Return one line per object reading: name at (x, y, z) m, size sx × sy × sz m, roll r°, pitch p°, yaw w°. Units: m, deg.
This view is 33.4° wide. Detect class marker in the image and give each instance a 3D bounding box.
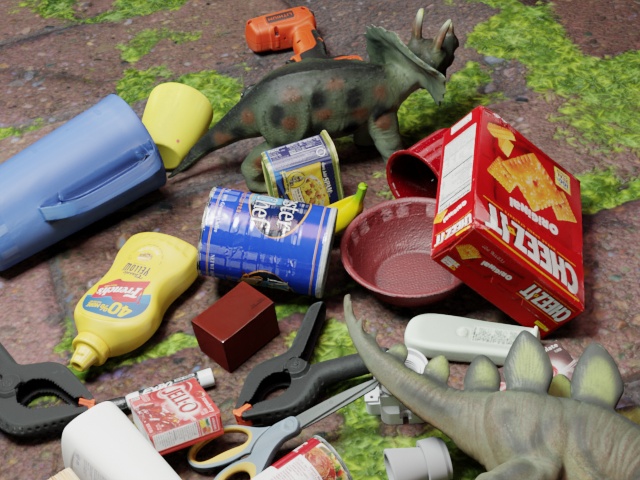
marker at (-0.170, 0.160, 1.114) m, size 0.121 × 0.020 × 0.020 m, roll -17°, pitch 43°, yaw -9°

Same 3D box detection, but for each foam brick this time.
foam brick at (-0.091, 0.093, 1.151) m, size 0.078 × 0.051 × 0.053 m, roll -37°, pitch 50°, yaw -28°

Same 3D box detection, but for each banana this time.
banana at (-0.031, -0.023, 1.257) m, size 0.198 × 0.069 × 0.037 m, roll -14°, pitch 34°, yaw 12°

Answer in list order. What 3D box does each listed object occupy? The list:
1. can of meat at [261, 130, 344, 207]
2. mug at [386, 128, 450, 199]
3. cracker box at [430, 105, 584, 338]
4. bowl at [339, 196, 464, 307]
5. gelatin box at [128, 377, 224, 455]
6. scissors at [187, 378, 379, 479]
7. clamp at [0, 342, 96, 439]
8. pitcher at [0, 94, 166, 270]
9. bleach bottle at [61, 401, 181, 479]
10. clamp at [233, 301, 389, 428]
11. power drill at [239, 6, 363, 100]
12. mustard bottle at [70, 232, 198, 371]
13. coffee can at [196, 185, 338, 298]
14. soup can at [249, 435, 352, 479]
can of meat at (-0.021, -0.072, 1.285) m, size 0.084 × 0.102 × 0.057 m, roll -18°, pitch 42°, yaw -7°
mug at (0.147, -0.074, 1.280) m, size 0.081 × 0.093 × 0.117 m, roll -34°, pitch 79°, yaw -33°
cracker box at (0.207, -0.026, 1.156) m, size 0.164 × 0.072 × 0.213 m, roll 35°, pitch 39°, yaw -19°
bowl at (0.104, 0.023, 1.194) m, size 0.162 × 0.055 × 0.162 m, roll -4°, pitch 42°, yaw 4°
gelatin box at (-0.144, 0.174, 1.061) m, size 0.073 × 0.030 × 0.089 m, roll -16°, pitch 21°, yaw -18°
scissors at (-0.033, 0.199, 1.024) m, size 0.202 × 0.016 × 0.096 m, roll -17°, pitch 49°, yaw 10°
clamp at (-0.333, 0.167, 1.118) m, size 0.210 × 0.036 × 0.164 m, roll 14°, pitch 46°, yaw 22°
pitcher at (-0.315, -0.065, 1.302) m, size 0.242 × 0.149 × 0.145 m, roll -34°, pitch 77°, yaw -22°
bleach bottle at (-0.135, 0.256, 0.959) m, size 0.068 × 0.102 × 0.251 m, roll -32°, pitch 53°, yaw -30°
clamp at (-0.012, 0.139, 1.097) m, size 0.120 × 0.039 × 0.171 m, roll 20°, pitch 54°, yaw 40°
power drill at (-0.046, -0.255, 1.524) m, size 0.184 × 0.057 × 0.188 m, roll -15°, pitch 45°, yaw -13°
mustard bottle at (-0.217, 0.072, 1.189) m, size 0.096 × 0.058 × 0.191 m, roll 13°, pitch 46°, yaw 23°
coffee can at (-0.058, 0.001, 1.189) m, size 0.140 × 0.103 × 0.102 m, roll 11°, pitch 44°, yaw 3°
soup can at (-0.028, 0.234, 0.975) m, size 0.102 × 0.068 × 0.069 m, roll -31°, pitch 47°, yaw -22°
